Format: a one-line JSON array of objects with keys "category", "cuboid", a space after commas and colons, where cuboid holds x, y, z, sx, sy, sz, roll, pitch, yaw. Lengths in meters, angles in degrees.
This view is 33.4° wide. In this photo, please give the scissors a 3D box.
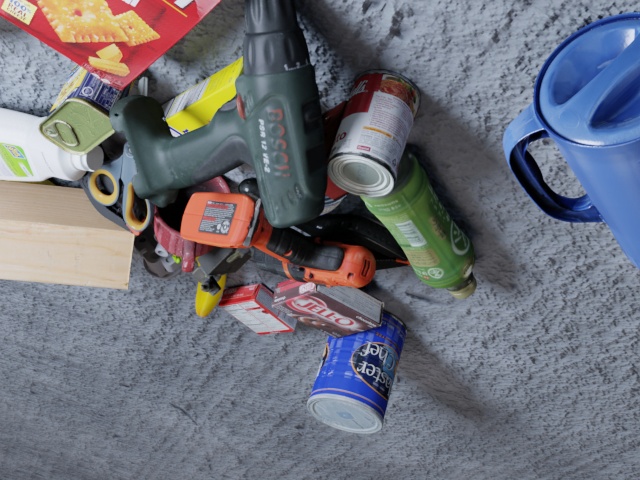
[{"category": "scissors", "cuboid": [-0.219, -0.099, 1.160, 0.096, 0.016, 0.202, 19, 130, 22]}]

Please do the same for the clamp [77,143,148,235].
[{"category": "clamp", "cuboid": [-0.268, -0.077, 1.248, 0.120, 0.039, 0.171, -8, 119, 51]}]

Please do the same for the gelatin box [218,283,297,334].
[{"category": "gelatin box", "cuboid": [-0.085, 0.095, 1.478, 0.073, 0.030, 0.089, -11, 139, 43]}]

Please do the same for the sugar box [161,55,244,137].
[{"category": "sugar box", "cuboid": [-0.098, -0.123, 1.105, 0.093, 0.048, 0.177, 37, 144, -25]}]

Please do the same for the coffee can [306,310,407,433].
[{"category": "coffee can", "cuboid": [0.050, 0.171, 1.417, 0.103, 0.140, 0.103, 14, 150, 8]}]

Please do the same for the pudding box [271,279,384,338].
[{"category": "pudding box", "cuboid": [0.010, 0.081, 1.343, 0.113, 0.039, 0.090, 27, 151, -31]}]

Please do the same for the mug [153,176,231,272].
[{"category": "mug", "cuboid": [-0.152, -0.019, 1.245, 0.093, 0.117, 0.082, 1, 157, -11]}]

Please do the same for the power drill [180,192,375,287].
[{"category": "power drill", "cuboid": [-0.058, 0.001, 1.167, 0.187, 0.057, 0.185, 22, 168, -41]}]

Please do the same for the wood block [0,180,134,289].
[{"category": "wood block", "cuboid": [-0.333, -0.008, 1.302, 0.206, 0.091, 0.090, 6, 123, -12]}]

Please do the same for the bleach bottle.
[{"category": "bleach bottle", "cuboid": [-0.346, -0.105, 1.215, 0.251, 0.068, 0.102, 11, 148, 30]}]

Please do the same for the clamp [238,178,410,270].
[{"category": "clamp", "cuboid": [0.011, 0.001, 1.260, 0.210, 0.036, 0.164, 15, 152, 14]}]

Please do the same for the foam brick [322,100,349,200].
[{"category": "foam brick", "cuboid": [0.020, -0.090, 1.064, 0.051, 0.078, 0.053, 33, 145, -23]}]

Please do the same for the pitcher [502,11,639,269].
[{"category": "pitcher", "cuboid": [0.272, -0.065, 0.915, 0.149, 0.145, 0.242, 21, 161, 41]}]

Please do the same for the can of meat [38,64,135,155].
[{"category": "can of meat", "cuboid": [-0.237, -0.147, 1.104, 0.057, 0.084, 0.102, 33, 147, -24]}]

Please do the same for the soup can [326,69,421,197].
[{"category": "soup can", "cuboid": [0.050, -0.100, 1.005, 0.068, 0.102, 0.068, 14, 150, 8]}]

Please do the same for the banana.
[{"category": "banana", "cuboid": [-0.151, 0.037, 1.385, 0.037, 0.069, 0.198, 46, 165, 23]}]

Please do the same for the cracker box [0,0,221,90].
[{"category": "cracker box", "cuboid": [-0.187, -0.236, 0.941, 0.164, 0.072, 0.214, 32, 147, -24]}]
